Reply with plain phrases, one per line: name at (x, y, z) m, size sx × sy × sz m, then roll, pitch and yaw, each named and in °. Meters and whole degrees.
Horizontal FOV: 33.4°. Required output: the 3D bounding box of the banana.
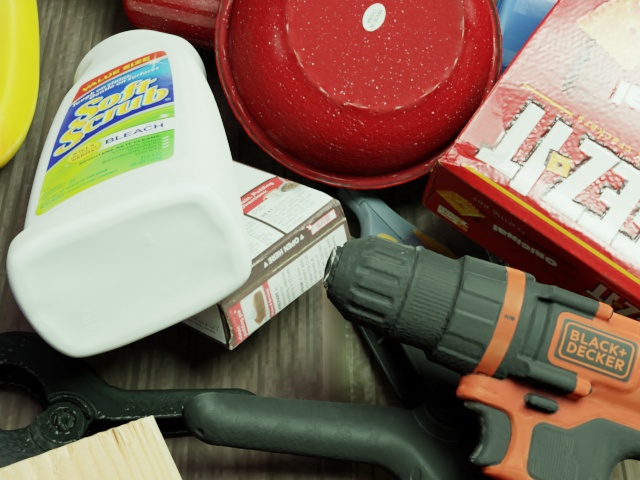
banana at (-0.188, -0.122, 0.616) m, size 0.037 × 0.069 × 0.198 m, roll -13°, pitch 72°, yaw 9°

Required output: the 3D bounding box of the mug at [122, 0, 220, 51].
mug at (-0.064, -0.160, 0.661) m, size 0.081 × 0.093 × 0.117 m, roll 15°, pitch 16°, yaw 16°

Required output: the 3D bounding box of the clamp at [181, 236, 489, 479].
clamp at (0.055, 0.084, 0.534) m, size 0.210 × 0.036 × 0.164 m, roll 28°, pitch 41°, yaw 2°

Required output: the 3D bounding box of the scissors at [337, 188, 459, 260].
scissors at (0.017, -0.019, 0.595) m, size 0.202 × 0.016 × 0.096 m, roll 42°, pitch 24°, yaw 17°

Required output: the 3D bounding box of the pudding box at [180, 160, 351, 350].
pudding box at (-0.053, 0.001, 0.549) m, size 0.114 × 0.039 × 0.089 m, roll 20°, pitch 47°, yaw 43°

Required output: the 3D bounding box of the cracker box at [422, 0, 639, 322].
cracker box at (0.181, -0.064, 0.543) m, size 0.164 × 0.072 × 0.213 m, roll 35°, pitch 76°, yaw 11°

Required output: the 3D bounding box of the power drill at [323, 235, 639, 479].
power drill at (0.068, 0.104, 0.455) m, size 0.184 × 0.057 × 0.187 m, roll 19°, pitch 80°, yaw -1°

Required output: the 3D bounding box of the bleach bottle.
bleach bottle at (-0.100, -0.048, 0.546) m, size 0.102 × 0.068 × 0.251 m, roll -23°, pitch 32°, yaw 1°

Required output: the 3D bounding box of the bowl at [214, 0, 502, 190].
bowl at (0.025, -0.109, 0.565) m, size 0.162 × 0.055 × 0.162 m, roll 0°, pitch 87°, yaw -7°

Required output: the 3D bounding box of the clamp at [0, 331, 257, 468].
clamp at (-0.111, 0.086, 0.504) m, size 0.171 × 0.039 × 0.120 m, roll 34°, pitch 49°, yaw 5°
